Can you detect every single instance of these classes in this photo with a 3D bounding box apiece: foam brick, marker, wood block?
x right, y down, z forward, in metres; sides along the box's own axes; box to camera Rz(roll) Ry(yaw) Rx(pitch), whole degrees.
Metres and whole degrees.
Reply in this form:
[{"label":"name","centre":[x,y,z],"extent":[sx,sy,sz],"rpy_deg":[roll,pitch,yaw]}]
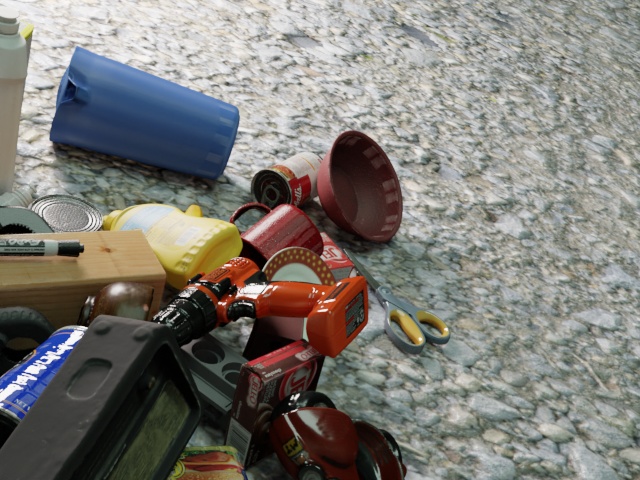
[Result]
[{"label":"foam brick","centre":[-0.054,0.118,1.165],"extent":[0.053,0.078,0.051],"rpy_deg":[16,31,-7]},{"label":"marker","centre":[-0.300,0.007,1.082],"extent":[0.120,0.020,0.020],"rpy_deg":[1,37,-27]},{"label":"wood block","centre":[-0.281,0.051,1.132],"extent":[0.205,0.090,0.091],"rpy_deg":[-3,37,-31]}]

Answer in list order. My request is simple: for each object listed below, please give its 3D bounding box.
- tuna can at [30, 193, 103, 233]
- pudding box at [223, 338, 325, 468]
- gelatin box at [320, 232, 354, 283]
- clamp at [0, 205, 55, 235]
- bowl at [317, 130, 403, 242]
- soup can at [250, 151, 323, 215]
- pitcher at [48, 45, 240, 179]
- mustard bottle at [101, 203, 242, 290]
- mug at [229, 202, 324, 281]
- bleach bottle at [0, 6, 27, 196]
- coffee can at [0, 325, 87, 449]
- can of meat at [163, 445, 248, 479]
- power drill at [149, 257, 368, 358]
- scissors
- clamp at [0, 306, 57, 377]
[{"label":"tuna can","centre":[-0.306,-0.018,1.275],"extent":[0.086,0.034,0.086],"rpy_deg":[14,32,-9]},{"label":"pudding box","centre":[-0.047,0.162,1.068],"extent":[0.039,0.114,0.089],"rpy_deg":[36,35,30]},{"label":"gelatin box","centre":[-0.012,0.025,1.373],"extent":[0.089,0.030,0.073],"rpy_deg":[-8,41,-36]},{"label":"clamp","centre":[-0.379,0.001,1.180],"extent":[0.210,0.036,0.164],"rpy_deg":[27,60,-9]},{"label":"bowl","centre":[0.045,-0.068,1.479],"extent":[0.161,0.055,0.162],"rpy_deg":[24,57,-44]},{"label":"soup can","centre":[-0.041,-0.079,1.481],"extent":[0.068,0.069,0.102],"rpy_deg":[33,33,20]},{"label":"pitcher","centre":[-0.240,-0.167,1.465],"extent":[0.242,0.145,0.149],"rpy_deg":[17,44,-12]},{"label":"mustard bottle","centre":[-0.191,0.000,1.256],"extent":[0.192,0.058,0.096],"rpy_deg":[17,50,35]},{"label":"mug","centre":[-0.058,0.002,1.294],"extent":[0.117,0.093,0.081],"rpy_deg":[44,64,12]},{"label":"bleach bottle","centre":[-0.382,-0.153,1.232],"extent":[0.067,0.251,0.103],"rpy_deg":[-7,40,-36]},{"label":"coffee can","centre":[-0.250,0.155,0.977],"extent":[0.103,0.103,0.140],"rpy_deg":[27,33,11]},{"label":"can of meat","centre":[-0.111,0.236,0.976],"extent":[0.102,0.057,0.084],"rpy_deg":[4,33,-24]},{"label":"power drill","centre":[-0.059,0.071,1.073],"extent":[0.188,0.057,0.184],"rpy_deg":[7,24,24]},{"label":"scissors","centre":[0.101,0.076,1.372],"extent":[0.096,0.016,0.202],"rpy_deg":[6,34,-24]},{"label":"clamp","centre":[-0.331,0.101,1.042],"extent":[0.171,0.120,0.039],"rpy_deg":[28,24,-31]}]
